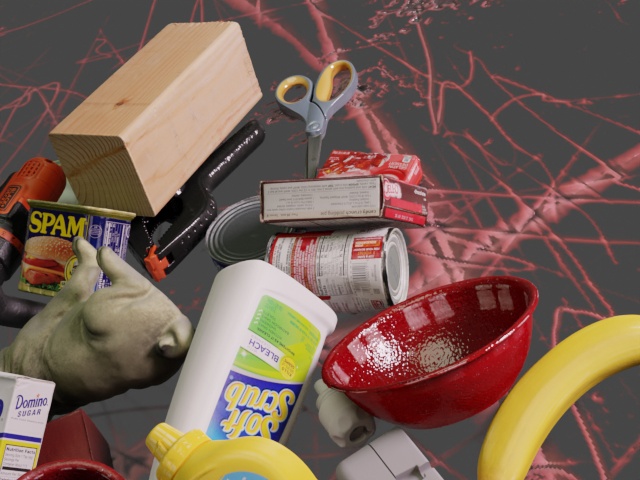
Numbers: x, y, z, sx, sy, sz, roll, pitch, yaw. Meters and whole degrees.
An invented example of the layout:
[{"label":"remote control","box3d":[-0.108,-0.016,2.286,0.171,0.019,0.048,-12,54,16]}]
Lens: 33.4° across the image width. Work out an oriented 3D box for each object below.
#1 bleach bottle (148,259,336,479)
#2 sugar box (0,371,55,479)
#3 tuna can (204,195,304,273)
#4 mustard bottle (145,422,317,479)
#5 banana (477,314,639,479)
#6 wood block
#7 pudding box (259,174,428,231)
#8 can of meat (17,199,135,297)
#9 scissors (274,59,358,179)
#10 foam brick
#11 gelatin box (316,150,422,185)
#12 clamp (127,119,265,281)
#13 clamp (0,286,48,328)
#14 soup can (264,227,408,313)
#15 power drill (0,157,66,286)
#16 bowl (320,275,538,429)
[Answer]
[{"label":"bleach bottle","box3d":[-0.064,0.141,0.762,0.068,0.102,0.250,-20,42,42]},{"label":"sugar box","box3d":[-0.254,0.180,0.764,0.093,0.048,0.176,3,79,32]},{"label":"tuna can","box3d":[-0.056,0.001,0.941,0.086,0.033,0.086,-12,42,11]},{"label":"mustard bottle","box3d":[-0.033,0.178,0.654,0.192,0.096,0.058,36,21,17]},{"label":"banana","box3d":[0.171,0.104,0.731,0.197,0.037,0.070,-33,40,-12]},{"label":"wood block","box3d":[-0.152,-0.121,1.024,0.091,0.090,0.205,5,40,30]},{"label":"pudding box","box3d":[0.020,-0.029,0.871,0.114,0.089,0.039,-4,83,28]},{"label":"can of meat","box3d":[-0.221,0.010,0.958,0.102,0.057,0.084,7,89,32]},{"label":"scissors","box3d":[-0.020,-0.113,1.061,0.096,0.016,0.201,1,46,27]},{"label":"foam brick","box3d":[-0.185,0.176,0.796,0.051,0.053,0.078,-24,41,-3]},{"label":"gelatin box","box3d":[0.038,-0.045,0.953,0.089,0.030,0.073,7,49,29]},{"label":"clamp","box3d":[-0.149,-0.040,1.022,0.165,0.036,0.210,-7,39,19]},{"label":"clamp","box3d":[-0.284,0.056,0.896,0.120,0.171,0.039,-15,67,-1]},{"label":"soup can","box3d":[0.014,0.024,0.860,0.102,0.068,0.068,-3,44,20]},{"label":"power drill","box3d":[-0.355,-0.005,1.033,0.188,0.057,0.184,2,46,26]},{"label":"bowl","box3d":[0.084,0.085,0.749,0.162,0.055,0.162,-23,14,6]}]
